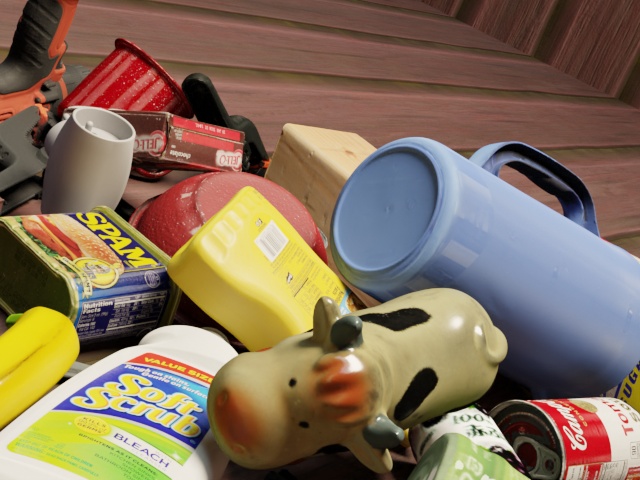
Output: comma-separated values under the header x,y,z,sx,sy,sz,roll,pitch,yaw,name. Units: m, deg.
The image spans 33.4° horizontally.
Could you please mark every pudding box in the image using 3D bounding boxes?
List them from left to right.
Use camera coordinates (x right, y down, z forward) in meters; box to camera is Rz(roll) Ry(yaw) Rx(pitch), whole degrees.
x,y,z,sx,sy,sz,roll,pitch,yaw,name
-0.128,-0.074,0.807,0.114,0.039,0.089,9,0,34,pudding box

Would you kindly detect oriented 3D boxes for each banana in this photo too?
x,y,z,sx,sy,sz,roll,pitch,yaw,name
-0.166,0.075,0.506,0.037,0.070,0.197,59,23,-9,banana

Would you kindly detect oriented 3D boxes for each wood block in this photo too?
x,y,z,sx,sy,sz,roll,pitch,yaw,name
0.042,-0.013,0.913,0.090,0.090,0.206,4,27,-39,wood block

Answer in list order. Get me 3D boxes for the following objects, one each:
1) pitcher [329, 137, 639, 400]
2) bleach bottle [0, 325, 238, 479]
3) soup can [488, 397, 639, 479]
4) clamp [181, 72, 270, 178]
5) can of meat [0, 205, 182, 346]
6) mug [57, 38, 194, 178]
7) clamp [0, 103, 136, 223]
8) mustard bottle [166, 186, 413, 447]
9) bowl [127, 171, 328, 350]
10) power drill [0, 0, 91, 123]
x,y,z,sx,sy,sz,roll,pitch,yaw,name
0.124,0.012,0.760,0.242,0.145,0.149,28,23,-41,pitcher
-0.095,0.096,0.535,0.102,0.068,0.250,24,18,2,bleach bottle
0.160,0.136,0.691,0.102,0.068,0.069,5,26,-41,soup can
-0.084,-0.064,0.930,0.039,0.120,0.171,6,-9,19,clamp
-0.152,0.023,0.667,0.102,0.057,0.083,36,26,32,can of meat
-0.162,-0.103,0.915,0.093,0.081,0.117,24,-23,54,mug
-0.213,-0.049,0.812,0.164,0.036,0.210,9,28,-35,clamp
-0.005,0.058,0.671,0.191,0.058,0.096,46,29,-6,mustard bottle
-0.055,0.001,0.762,0.162,0.055,0.162,18,38,-15,bowl
-0.218,-0.175,0.912,0.057,0.188,0.184,37,26,6,power drill
